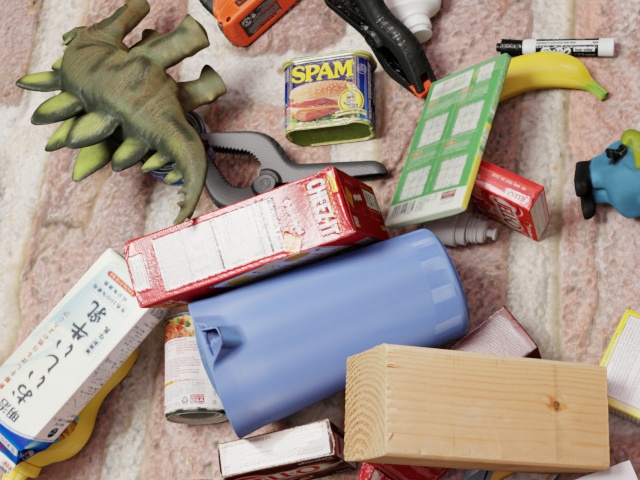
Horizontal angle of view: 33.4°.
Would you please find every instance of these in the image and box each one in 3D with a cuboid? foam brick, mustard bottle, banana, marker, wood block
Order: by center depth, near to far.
[{"bbox_3d":[0.132,0.147,0.906,0.205,0.090,0.091,8,73,-18],"label":"wood block"},{"bbox_3d":[0.162,0.110,1.008,0.078,0.053,0.051,-38,65,0],"label":"foam brick"},{"bbox_3d":[0.191,-0.151,1.101,0.198,0.037,0.069,-17,67,11],"label":"banana"},{"bbox_3d":[0.244,-0.201,1.113,0.121,0.020,0.020,3,72,18],"label":"marker"},{"bbox_3d":[-0.276,0.172,1.117,0.096,0.058,0.191,26,80,18],"label":"mustard bottle"}]

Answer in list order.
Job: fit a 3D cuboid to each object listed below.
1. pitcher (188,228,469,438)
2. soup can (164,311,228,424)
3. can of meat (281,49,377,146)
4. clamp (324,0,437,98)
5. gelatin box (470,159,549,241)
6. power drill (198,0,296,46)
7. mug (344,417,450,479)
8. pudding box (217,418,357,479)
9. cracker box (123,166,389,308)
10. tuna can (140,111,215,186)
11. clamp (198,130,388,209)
[{"bbox_3d":[0.009,0.083,0.997,0.242,0.149,0.145,-21,110,-4],"label":"pitcher"},{"bbox_3d":[-0.124,0.130,1.080,0.068,0.068,0.102,-8,69,14],"label":"soup can"},{"bbox_3d":[0.010,-0.151,1.147,0.102,0.057,0.084,-5,72,16],"label":"can of meat"},{"bbox_3d":[0.061,-0.225,1.142,0.039,0.120,0.171,-34,95,-7],"label":"clamp"},{"bbox_3d":[0.181,-0.039,1.035,0.073,0.089,0.030,28,80,23],"label":"gelatin box"},{"bbox_3d":[-0.104,-0.330,1.247,0.184,0.057,0.188,-43,62,3],"label":"power drill"},{"bbox_3d":[0.067,0.186,0.985,0.093,0.081,0.117,24,78,33],"label":"mug"},{"bbox_3d":[-0.031,0.206,1.012,0.113,0.090,0.039,-16,67,10],"label":"pudding box"},{"bbox_3d":[-0.057,0.001,1.016,0.214,0.164,0.072,-20,82,13],"label":"cracker box"},{"bbox_3d":[-0.163,-0.107,1.196,0.086,0.033,0.086,-6,69,15],"label":"tuna can"},{"bbox_3d":[-0.045,-0.062,1.128,0.210,0.036,0.164,38,84,14],"label":"clamp"}]
